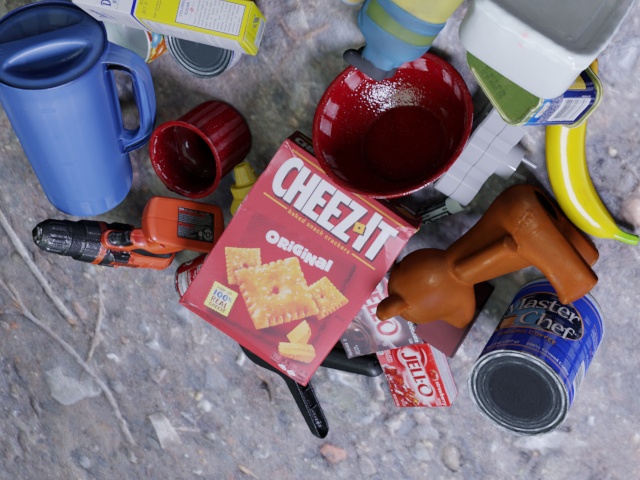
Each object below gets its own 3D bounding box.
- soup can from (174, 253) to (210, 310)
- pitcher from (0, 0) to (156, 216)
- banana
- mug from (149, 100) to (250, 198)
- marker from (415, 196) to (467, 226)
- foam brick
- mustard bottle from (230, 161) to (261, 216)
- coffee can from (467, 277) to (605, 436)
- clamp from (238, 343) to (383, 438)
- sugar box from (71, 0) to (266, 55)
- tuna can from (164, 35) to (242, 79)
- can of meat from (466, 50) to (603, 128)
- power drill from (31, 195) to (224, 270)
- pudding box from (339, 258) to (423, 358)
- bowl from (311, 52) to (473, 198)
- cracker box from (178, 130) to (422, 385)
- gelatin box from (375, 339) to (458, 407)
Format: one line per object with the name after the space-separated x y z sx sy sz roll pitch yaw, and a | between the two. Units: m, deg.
-0.118 0.042 1.283 0.102 0.068 0.068 -23 105 37 | soup can
-0.272 -0.136 1.195 0.149 0.144 0.243 44 157 28 | pitcher
0.249 -0.080 1.017 0.070 0.037 0.198 -14 113 15 | banana
-0.137 -0.098 1.199 0.093 0.081 0.117 41 130 2 | mug
0.104 -0.022 1.145 0.121 0.020 0.020 -23 105 38 | marker
0.145 0.076 1.160 0.051 0.052 0.078 31 128 10 | foam brick
-0.057 0.001 1.205 0.058 0.096 0.191 -18 111 6 | mustard bottle
0.221 0.116 1.082 0.103 0.140 0.103 15 125 22 | coffee can
-0.029 0.136 1.308 0.210 0.036 0.165 44 131 0 | clamp
-0.148 -0.230 1.065 0.176 0.093 0.048 16 91 5 | sugar box
-0.124 -0.220 1.149 0.086 0.033 0.086 15 124 22 | tuna can
0.189 -0.148 0.951 0.058 0.083 0.102 -52 57 40 | can of meat
-0.215 -0.007 1.234 0.188 0.184 0.057 -11 76 48 | power drill
0.057 0.073 1.188 0.090 0.039 0.113 -13 128 15 | pudding box
0.075 -0.107 1.054 0.162 0.162 0.055 12 164 24 | bowl
-0.022 0.021 1.112 0.164 0.072 0.214 35 106 0 | cracker box
0.111 0.151 1.239 0.073 0.030 0.089 -7 114 33 | gelatin box
